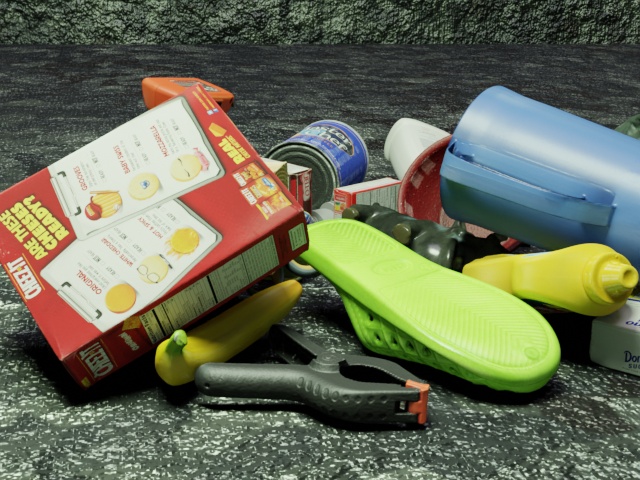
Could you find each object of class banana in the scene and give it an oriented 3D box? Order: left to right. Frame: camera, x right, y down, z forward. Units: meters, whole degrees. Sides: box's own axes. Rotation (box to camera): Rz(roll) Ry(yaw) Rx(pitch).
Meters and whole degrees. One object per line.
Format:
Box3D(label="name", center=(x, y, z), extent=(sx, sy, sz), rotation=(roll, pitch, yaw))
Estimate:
Box3D(label="banana", center=(-0.077, 0.076, 0.848), extent=(0.070, 0.037, 0.197), rotation=(-33, -3, 26))

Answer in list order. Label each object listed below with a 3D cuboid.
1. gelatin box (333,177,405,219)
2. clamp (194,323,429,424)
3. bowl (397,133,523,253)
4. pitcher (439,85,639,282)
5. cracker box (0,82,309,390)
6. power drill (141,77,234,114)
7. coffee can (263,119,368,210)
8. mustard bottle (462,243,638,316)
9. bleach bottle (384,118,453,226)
Box3D(label="gelatin box", center=(0.053, -0.026, 1.163), extent=(0.089, 0.073, 0.030), rotation=(-16, 23, -43))
Box3D(label="clamp", center=(0.004, 0.101, 0.809), extent=(0.172, 0.039, 0.120), rotation=(10, 24, 18))
Box3D(label="bowl", center=(0.167, -0.037, 1.149), extent=(0.162, 0.162, 0.055), rotation=(9, -20, 23))
Box3D(label="pitcher", center=(0.231, -0.040, 0.943), extent=(0.243, 0.145, 0.149), rotation=(24, 63, 32))
Box3D(label="cracker box", center=(-0.140, -0.007, 0.848), extent=(0.213, 0.072, 0.164), rotation=(-32, 60, -12))
Box3D(label="power drill", center=(-0.166, -0.072, 1.099), extent=(0.057, 0.188, 0.184), rotation=(27, 21, 24))
Box3D(label="coffee can", center=(-0.007, -0.085, 1.302), extent=(0.103, 0.103, 0.140), rotation=(6, 18, 16))
Box3D(label="mustard bottle", center=(0.201, 0.035, 0.894), extent=(0.096, 0.058, 0.192), rotation=(7, -7, -19))
Box3D(label="bleach bottle", center=(0.139, -0.074, 1.308), extent=(0.102, 0.068, 0.251), rotation=(19, 22, -9))
